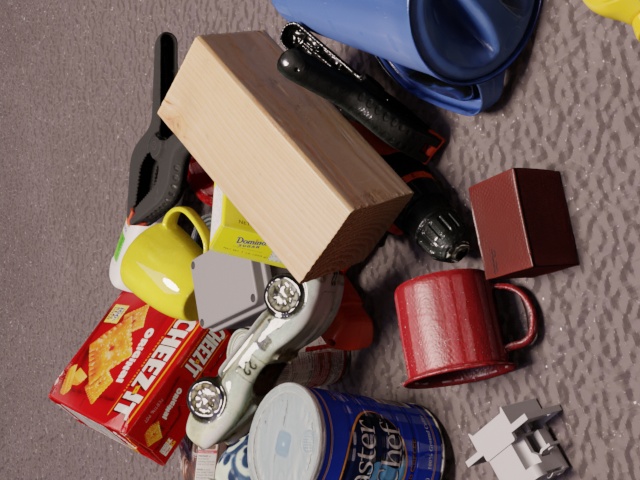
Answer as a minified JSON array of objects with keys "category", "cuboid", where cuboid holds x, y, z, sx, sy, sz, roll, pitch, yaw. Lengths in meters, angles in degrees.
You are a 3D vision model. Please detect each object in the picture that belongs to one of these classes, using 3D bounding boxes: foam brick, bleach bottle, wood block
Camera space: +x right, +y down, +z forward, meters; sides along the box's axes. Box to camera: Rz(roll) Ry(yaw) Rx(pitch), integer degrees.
[{"category":"foam brick","cuboid":[0.156,-0.012,0.825,0.053,0.051,0.078,-22,75,52]},{"category":"bleach bottle","cuboid":[-0.186,-0.066,1.256,0.102,0.068,0.251,-117,43,-71]},{"category":"wood block","cuboid":[-0.032,-0.075,0.907,0.206,0.090,0.091,49,129,20]}]

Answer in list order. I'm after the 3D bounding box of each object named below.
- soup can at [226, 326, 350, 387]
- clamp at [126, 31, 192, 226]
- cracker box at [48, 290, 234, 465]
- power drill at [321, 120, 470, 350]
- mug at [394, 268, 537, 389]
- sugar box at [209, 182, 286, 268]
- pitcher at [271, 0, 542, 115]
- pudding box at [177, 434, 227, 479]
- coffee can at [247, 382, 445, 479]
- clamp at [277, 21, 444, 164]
[{"category":"soup can","cuboid":[-0.031,0.113,1.038,0.069,0.102,0.068,6,97,52]},{"category":"clamp","cuboid":[-0.168,-0.111,1.158,0.165,0.036,0.210,55,126,37]},{"category":"cracker box","cuboid":[-0.206,0.149,1.230,0.214,0.072,0.164,8,58,53]},{"category":"power drill","cuboid":[0.048,0.008,0.966,0.185,0.057,0.188,54,130,40]},{"category":"mug","cuboid":[0.116,0.069,0.863,0.117,0.093,0.081,-15,73,21]},{"category":"sugar box","cuboid":[-0.050,-0.061,0.991,0.048,0.093,0.176,126,151,-49]},{"category":"pitcher","cuboid":[0.059,-0.205,0.891,0.243,0.144,0.149,28,101,52]},{"category":"pudding box","cuboid":[-0.134,0.230,1.207,0.114,0.039,0.090,-140,55,-68]},{"category":"coffee can","cuboid":[0.022,0.183,0.923,0.103,0.140,0.103,-24,59,48]},{"category":"clamp","cuboid":[0.030,-0.120,0.896,0.171,0.120,0.039,35,114,-5]}]
